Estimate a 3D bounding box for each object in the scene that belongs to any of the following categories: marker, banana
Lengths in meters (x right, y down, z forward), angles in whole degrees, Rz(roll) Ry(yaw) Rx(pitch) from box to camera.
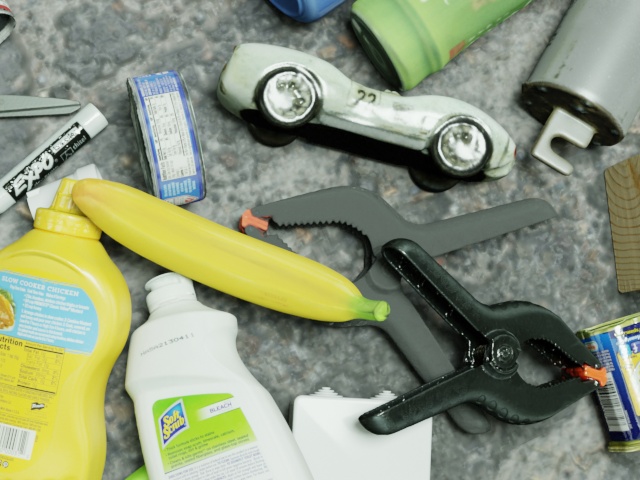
[{"bbox_3d":[-0.189,-0.044,0.691,0.121,0.020,0.020,-43,90,-11],"label":"marker"},{"bbox_3d":[-0.055,0.008,0.647,0.197,0.070,0.037,20,68,-6],"label":"banana"}]

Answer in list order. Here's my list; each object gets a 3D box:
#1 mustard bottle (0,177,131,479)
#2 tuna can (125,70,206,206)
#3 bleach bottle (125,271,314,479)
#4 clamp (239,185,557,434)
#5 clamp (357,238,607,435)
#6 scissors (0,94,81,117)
[{"bbox_3d":[-0.166,0.057,0.645,0.096,0.058,0.191,11,91,13],"label":"mustard bottle"},{"bbox_3d":[-0.097,-0.063,0.674,0.033,0.086,0.086,-12,84,-12],"label":"tuna can"},{"bbox_3d":[-0.050,0.134,0.630,0.102,0.068,0.251,-19,70,-1],"label":"bleach bottle"},{"bbox_3d":[0.050,0.013,0.710,0.210,0.036,0.164,27,80,-5],"label":"clamp"},{"bbox_3d":[0.103,0.062,0.675,0.171,0.039,0.120,5,85,-25],"label":"clamp"},{"bbox_3d":[-0.265,-0.069,0.686,0.201,0.016,0.096,14,82,-6],"label":"scissors"}]
